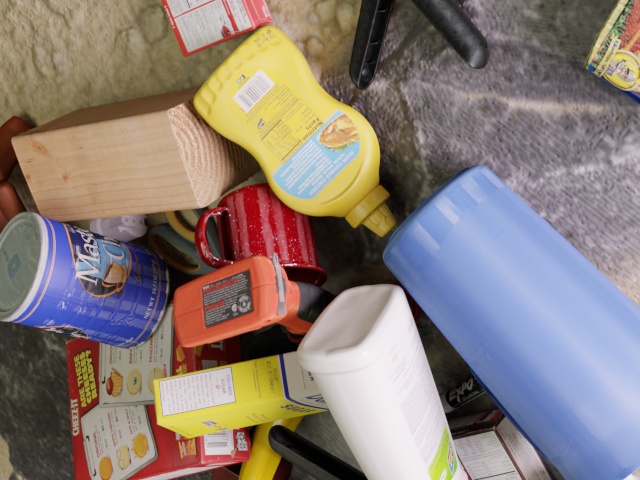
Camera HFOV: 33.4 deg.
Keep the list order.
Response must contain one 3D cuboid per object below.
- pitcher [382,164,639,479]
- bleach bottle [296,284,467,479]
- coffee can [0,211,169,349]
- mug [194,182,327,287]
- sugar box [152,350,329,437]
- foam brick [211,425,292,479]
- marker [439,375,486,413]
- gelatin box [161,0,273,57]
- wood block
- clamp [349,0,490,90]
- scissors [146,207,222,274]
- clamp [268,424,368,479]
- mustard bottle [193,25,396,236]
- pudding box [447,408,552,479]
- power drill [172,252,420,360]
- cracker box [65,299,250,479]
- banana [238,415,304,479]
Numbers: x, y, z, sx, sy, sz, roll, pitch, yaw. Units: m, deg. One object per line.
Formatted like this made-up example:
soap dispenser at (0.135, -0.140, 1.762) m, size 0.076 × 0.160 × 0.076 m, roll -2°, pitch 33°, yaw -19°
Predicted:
pitcher at (0.160, 0.068, 0.810) m, size 0.149 × 0.144 × 0.243 m, roll -45°, pitch 81°, yaw 14°
bleach bottle at (0.065, 0.163, 0.844) m, size 0.068 × 0.102 × 0.251 m, roll -6°, pitch 118°, yaw 32°
coffee can at (-0.230, 0.040, 1.014) m, size 0.103 × 0.140 × 0.103 m, roll -21°, pitch 60°, yaw 42°
mug at (-0.056, 0.001, 0.918) m, size 0.093 × 0.117 × 0.081 m, roll -36°, pitch 56°, yaw 49°
sugar box at (-0.046, 0.130, 0.920) m, size 0.176 × 0.093 × 0.048 m, roll -10°, pitch 71°, yaw 9°
foam brick at (-0.068, 0.235, 1.087) m, size 0.053 × 0.078 × 0.051 m, roll 27°, pitch 126°, yaw 20°
marker at (0.128, 0.131, 0.932) m, size 0.020 × 0.020 × 0.121 m, roll 51°, pitch 132°, yaw 1°
gelatin box at (-0.090, -0.203, 0.896) m, size 0.089 × 0.030 × 0.073 m, roll -13°, pitch 105°, yaw 39°
wood block at (-0.172, -0.078, 0.981) m, size 0.207 × 0.090 × 0.090 m, roll -4°, pitch 112°, yaw 36°
clamp at (0.049, -0.194, 0.798) m, size 0.120 × 0.039 × 0.171 m, roll -16°, pitch 98°, yaw 35°
scissors at (-0.085, 0.017, 1.020) m, size 0.202 × 0.016 × 0.096 m, roll 22°, pitch 127°, yaw 24°
clamp at (0.053, 0.233, 0.968) m, size 0.165 × 0.036 × 0.210 m, roll -10°, pitch 114°, yaw 26°
mustard bottle at (-0.008, -0.078, 0.879) m, size 0.096 × 0.058 × 0.191 m, roll -44°, pitch 86°, yaw 9°
pudding box at (0.153, 0.209, 0.943) m, size 0.090 × 0.039 × 0.113 m, roll -23°, pitch 101°, yaw 42°
power drill at (-0.034, 0.068, 0.908) m, size 0.185 × 0.187 × 0.057 m, roll -24°, pitch 67°, yaw 33°
cracker box at (-0.167, 0.158, 1.077) m, size 0.214 × 0.071 × 0.164 m, roll -23°, pitch 68°, yaw 41°
banana at (-0.029, 0.168, 1.013) m, size 0.037 × 0.069 × 0.198 m, roll 29°, pitch 108°, yaw -21°
